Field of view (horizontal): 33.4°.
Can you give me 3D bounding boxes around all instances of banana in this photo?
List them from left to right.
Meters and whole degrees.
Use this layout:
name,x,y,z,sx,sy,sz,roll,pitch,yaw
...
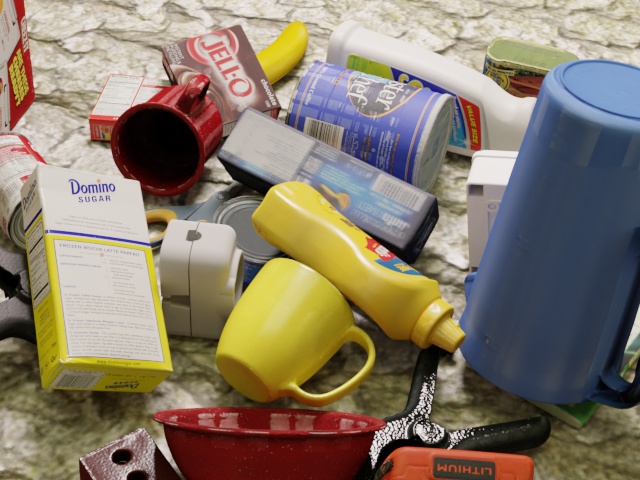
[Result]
name,x,y,z,sx,sy,sz,roll,pitch,yaw
banana,-0.068,-0.199,1.188,0.070,0.037,0.197,34,49,28

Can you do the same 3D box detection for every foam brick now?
name,x,y,z,sx,sy,sz,roll,pitch,yaw
foam brick,-0.125,0.178,0.733,0.052,0.051,0.078,-24,47,-29

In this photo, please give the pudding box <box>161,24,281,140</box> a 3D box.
name,x,y,z,sx,sy,sz,roll,pitch,yaw
pudding box,-0.104,-0.161,1.105,0.090,0.039,0.113,-20,72,-16

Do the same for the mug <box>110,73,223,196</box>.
name,x,y,z,sx,sy,sz,roll,pitch,yaw
mug,-0.137,-0.109,1.016,0.093,0.117,0.081,29,28,-1

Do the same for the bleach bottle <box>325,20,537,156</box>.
name,x,y,z,sx,sy,sz,roll,pitch,yaw
bleach bottle,0.128,-0.144,1.087,0.251,0.103,0.068,19,33,18

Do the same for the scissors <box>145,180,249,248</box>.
name,x,y,z,sx,sy,sz,roll,pitch,yaw
scissors,-0.115,-0.037,1.012,0.096,0.016,0.201,13,41,11

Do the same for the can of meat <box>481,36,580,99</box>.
name,x,y,z,sx,sy,sz,roll,pitch,yaw
can of meat,0.218,-0.161,1.129,0.102,0.084,0.057,16,42,13

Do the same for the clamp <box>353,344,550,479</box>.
name,x,y,z,sx,sy,sz,roll,pitch,yaw
clamp,0.089,0.153,0.790,0.120,0.039,0.171,22,47,27

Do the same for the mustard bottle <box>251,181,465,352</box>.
name,x,y,z,sx,sy,sz,roll,pitch,yaw
mustard bottle,0.037,0.027,0.863,0.192,0.058,0.096,38,7,22

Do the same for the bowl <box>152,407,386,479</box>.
name,x,y,z,sx,sy,sz,roll,pitch,yaw
bowl,-0.036,0.149,0.735,0.162,0.055,0.162,3,-4,0

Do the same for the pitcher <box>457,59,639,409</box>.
name,x,y,z,sx,sy,sz,roll,pitch,yaw
pitcher,0.198,0.000,0.792,0.149,0.243,0.145,12,34,3

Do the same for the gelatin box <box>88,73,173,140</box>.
name,x,y,z,sx,sy,sz,roll,pitch,yaw
gelatin box,-0.194,-0.137,1.112,0.073,0.030,0.089,5,40,4

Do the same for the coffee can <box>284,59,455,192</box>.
name,x,y,z,sx,sy,sz,roll,pitch,yaw
coffee can,0.048,-0.109,1.042,0.140,0.103,0.102,18,43,16

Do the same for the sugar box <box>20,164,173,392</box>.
name,x,y,z,sx,sy,sz,roll,pitch,yaw
sugar box,-0.177,0.029,0.831,0.093,0.048,0.176,9,51,-36

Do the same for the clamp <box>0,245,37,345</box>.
name,x,y,z,sx,sy,sz,roll,pitch,yaw
clamp,-0.234,0.051,0.829,0.209,0.036,0.164,16,48,-28

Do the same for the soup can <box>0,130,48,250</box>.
name,x,y,z,sx,sy,sz,roll,pitch,yaw
soup can,-0.272,-0.045,0.970,0.068,0.068,0.102,-23,48,-27

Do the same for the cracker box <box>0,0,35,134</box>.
name,x,y,z,sx,sy,sz,roll,pitch,yaw
cracker box,-0.351,-0.152,1.016,0.072,0.164,0.213,11,41,5

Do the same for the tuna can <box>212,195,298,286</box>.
name,x,y,z,sx,sy,sz,roll,pitch,yaw
tuna can,-0.056,0.001,0.946,0.086,0.034,0.086,10,42,-10
